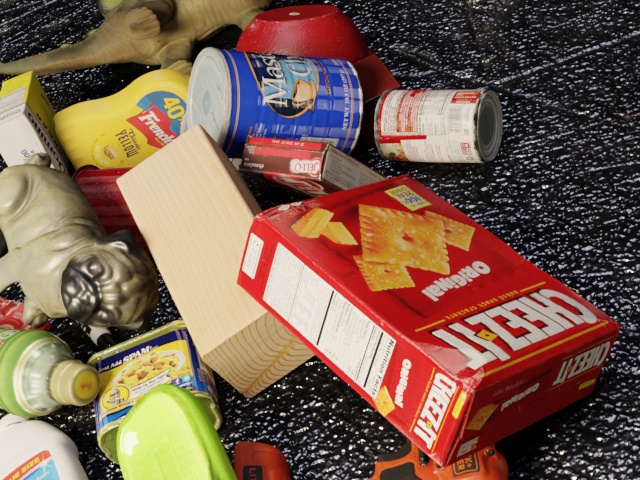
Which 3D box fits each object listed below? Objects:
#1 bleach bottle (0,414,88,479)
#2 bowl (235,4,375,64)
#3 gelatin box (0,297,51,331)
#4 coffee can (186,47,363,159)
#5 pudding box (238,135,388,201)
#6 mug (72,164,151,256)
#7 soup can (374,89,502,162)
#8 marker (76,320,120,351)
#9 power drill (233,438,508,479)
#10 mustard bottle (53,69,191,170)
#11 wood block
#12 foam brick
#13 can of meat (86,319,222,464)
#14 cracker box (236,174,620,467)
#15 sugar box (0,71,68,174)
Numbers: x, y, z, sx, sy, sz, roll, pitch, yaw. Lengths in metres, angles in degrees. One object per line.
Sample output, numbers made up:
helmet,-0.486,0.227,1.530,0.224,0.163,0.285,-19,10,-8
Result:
bleach bottle,-0.212,0.217,0.790,0.102,0.068,0.251,-31,37,-8
bowl,-0.023,-0.218,1.149,0.162,0.055,0.162,-5,22,2
gelatin box,-0.309,0.090,1.006,0.089,0.030,0.073,10,50,36
coffee can,-0.045,-0.126,1.014,0.140,0.103,0.103,0,30,-26
pudding box,-0.005,-0.059,0.959,0.090,0.113,0.039,10,84,34
mug,-0.189,-0.018,1.034,0.082,0.093,0.117,-2,74,18
soup can,0.110,-0.107,0.989,0.102,0.068,0.068,4,46,30
marker,-0.211,0.076,0.981,0.020,0.020,0.121,-36,40,-15
power drill,0.035,0.156,0.736,0.188,0.057,0.184,-17,36,10
mustard bottle,-0.178,-0.129,1.138,0.191,0.096,0.058,-24,38,-1
wood block,-0.081,0.013,0.886,0.091,0.090,0.206,-34,53,2
foam brick,0.051,-0.141,1.070,0.051,0.053,0.078,-25,38,-2
can of meat,-0.133,0.123,0.859,0.102,0.057,0.084,-22,40,1
cracker box,0.072,0.042,0.744,0.163,0.072,0.214,-15,42,-41
sugar box,-0.303,-0.111,1.126,0.048,0.093,0.176,-26,26,-3
